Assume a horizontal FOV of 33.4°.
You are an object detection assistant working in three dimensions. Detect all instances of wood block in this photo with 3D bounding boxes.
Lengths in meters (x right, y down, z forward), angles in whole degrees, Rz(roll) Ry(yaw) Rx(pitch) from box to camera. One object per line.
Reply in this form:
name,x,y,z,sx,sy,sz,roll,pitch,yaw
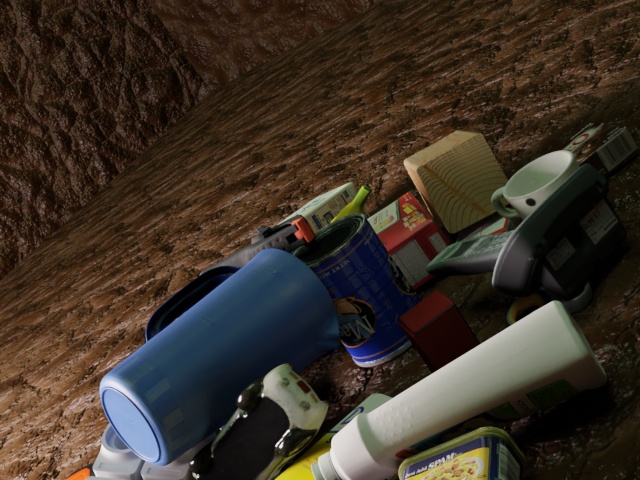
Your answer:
wood block,0.168,-0.077,1.326,0.090,0.091,0.206,-29,6,4

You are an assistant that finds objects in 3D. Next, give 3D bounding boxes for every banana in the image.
banana,0.033,-0.018,1.293,0.069,0.037,0.198,-49,0,-8

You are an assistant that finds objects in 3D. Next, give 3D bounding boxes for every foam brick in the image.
foam brick,0.121,0.098,1.037,0.051,0.078,0.053,-36,19,-5

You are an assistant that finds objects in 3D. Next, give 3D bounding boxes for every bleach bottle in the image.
bleach bottle,0.108,0.142,0.892,0.251,0.102,0.068,-31,62,12

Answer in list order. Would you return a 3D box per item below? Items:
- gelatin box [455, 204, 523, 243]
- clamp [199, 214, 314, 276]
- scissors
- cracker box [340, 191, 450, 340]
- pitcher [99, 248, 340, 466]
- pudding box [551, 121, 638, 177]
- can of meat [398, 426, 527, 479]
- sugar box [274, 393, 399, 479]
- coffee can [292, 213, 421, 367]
gelatin box,0.198,-0.006,1.255,0.073,0.030,0.089,-27,17,28
clamp,-0.058,0.002,1.241,0.172,0.039,0.120,-21,21,44
scissors,0.213,0.047,1.104,0.096,0.016,0.202,-35,17,-5
cracker box,0.055,0.039,1.332,0.214,0.072,0.164,-35,15,4
pitcher,-0.112,0.117,1.110,0.242,0.145,0.149,-35,5,-33
pudding box,0.307,-0.092,1.263,0.113,0.039,0.090,-36,16,-4
can of meat,0.106,0.202,0.820,0.102,0.057,0.084,-28,20,24
sugar box,0.016,0.215,0.976,0.176,0.048,0.093,-42,18,-17
coffee can,0.044,0.055,1.189,0.103,0.140,0.103,-32,17,11
